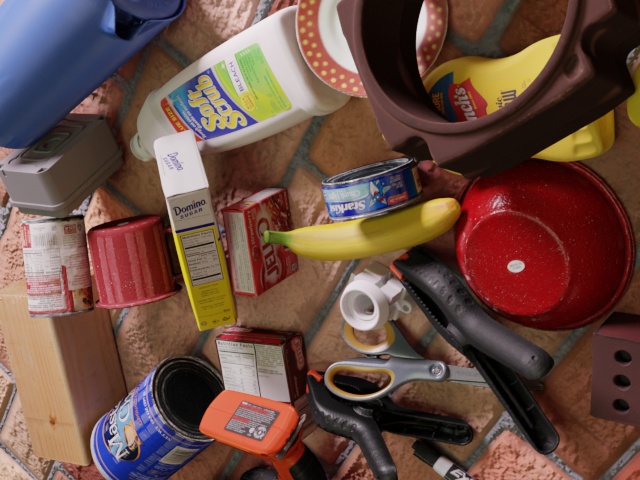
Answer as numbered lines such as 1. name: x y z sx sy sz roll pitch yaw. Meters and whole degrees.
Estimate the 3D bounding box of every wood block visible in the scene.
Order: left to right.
1. wood block: -0.295 0.144 1.237 0.091 0.090 0.206 2 109 33

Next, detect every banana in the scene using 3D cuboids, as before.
1. banana: 0.047 -0.006 0.954 0.198 0.069 0.037 -11 83 32

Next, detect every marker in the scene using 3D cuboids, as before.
1. marker: 0.137 0.231 1.018 0.121 0.020 0.020 36 125 18

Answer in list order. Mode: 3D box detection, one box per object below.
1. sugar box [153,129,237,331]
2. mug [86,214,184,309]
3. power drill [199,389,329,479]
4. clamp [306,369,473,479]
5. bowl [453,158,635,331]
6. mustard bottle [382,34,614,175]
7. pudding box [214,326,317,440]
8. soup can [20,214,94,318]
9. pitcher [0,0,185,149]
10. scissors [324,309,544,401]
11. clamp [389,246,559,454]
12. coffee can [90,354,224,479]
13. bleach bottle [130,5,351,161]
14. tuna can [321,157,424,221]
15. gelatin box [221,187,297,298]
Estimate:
1. sugar box: -0.118 -0.007 1.016 0.093 0.048 0.176 -111 7 -47
2. mug: -0.186 0.018 1.120 0.117 0.093 0.081 -9 100 5
3. power drill: -0.043 0.228 1.075 0.185 0.057 0.187 6 143 39
4. clamp: 0.043 0.173 1.000 0.172 0.120 0.039 18 113 32
5. bowl: 0.172 0.010 0.881 0.162 0.055 0.162 14 117 30
6. mustard bottle: 0.133 -0.103 0.859 0.192 0.058 0.096 -7 102 37
7. pudding box: -0.057 0.148 1.107 0.090 0.039 0.113 3 109 34
8. soup can: -0.277 0.026 1.122 0.069 0.068 0.102 -2 95 35
9. pitcher: -0.253 -0.203 1.030 0.243 0.149 0.145 -36 96 32
10. scissors: 0.100 0.103 0.987 0.202 0.016 0.096 -10 71 16
11. clamp: 0.130 0.076 0.902 0.210 0.036 0.164 50 168 27
12. coffee can: -0.174 0.203 1.168 0.103 0.102 0.141 52 128 6
13. bleach bottle: -0.091 -0.124 1.005 0.251 0.067 0.102 -23 96 41
14. tuna can: 0.045 -0.045 0.926 0.086 0.086 0.034 -8 103 37
15. gelatin box: -0.057 0.001 1.023 0.030 0.073 0.089 4 110 32
